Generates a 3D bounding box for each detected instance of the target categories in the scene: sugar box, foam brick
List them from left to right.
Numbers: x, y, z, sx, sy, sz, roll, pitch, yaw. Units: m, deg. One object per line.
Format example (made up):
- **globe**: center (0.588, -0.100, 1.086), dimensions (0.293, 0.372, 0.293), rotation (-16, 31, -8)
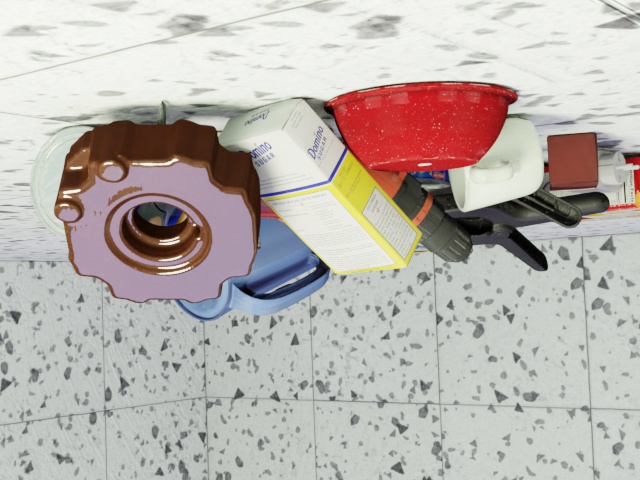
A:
- **sugar box**: center (-0.001, -0.043, 0.916), dimensions (0.094, 0.048, 0.176), rotation (-8, 133, 45)
- **foam brick**: center (0.269, -0.082, 1.139), dimensions (0.051, 0.053, 0.078), rotation (-3, 176, 12)

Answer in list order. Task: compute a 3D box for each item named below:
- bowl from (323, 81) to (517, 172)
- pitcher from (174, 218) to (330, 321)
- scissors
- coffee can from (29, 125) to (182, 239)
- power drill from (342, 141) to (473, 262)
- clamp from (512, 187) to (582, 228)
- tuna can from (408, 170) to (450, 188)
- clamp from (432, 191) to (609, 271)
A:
- **bowl**: center (0.084, -0.089, 0.890), dimensions (0.162, 0.055, 0.162), rotation (-2, 177, 0)
- **pitcher**: center (-0.058, 0.002, 1.262), dimensions (0.242, 0.149, 0.145), rotation (-22, -179, -40)
- **scissors**: center (-0.132, -0.054, 0.941), dimensions (0.016, 0.202, 0.096), rotation (38, -140, 17)
- **coffee can**: center (-0.190, -0.048, 1.008), dimensions (0.103, 0.103, 0.140), rotation (-3, 177, 22)
- **power drill**: center (0.061, -0.036, 1.168), dimensions (0.184, 0.057, 0.188), rotation (39, 164, -16)
- **clamp**: center (0.190, -0.070, 1.136), dimensions (0.120, 0.039, 0.172), rotation (44, 169, -38)
- **tuna can**: center (0.103, -0.079, 1.200), dimensions (0.086, 0.034, 0.086), rotation (3, 177, 0)
- **clamp**: center (0.218, -0.025, 1.244), dimensions (0.209, 0.036, 0.165), rotation (13, 146, -20)
